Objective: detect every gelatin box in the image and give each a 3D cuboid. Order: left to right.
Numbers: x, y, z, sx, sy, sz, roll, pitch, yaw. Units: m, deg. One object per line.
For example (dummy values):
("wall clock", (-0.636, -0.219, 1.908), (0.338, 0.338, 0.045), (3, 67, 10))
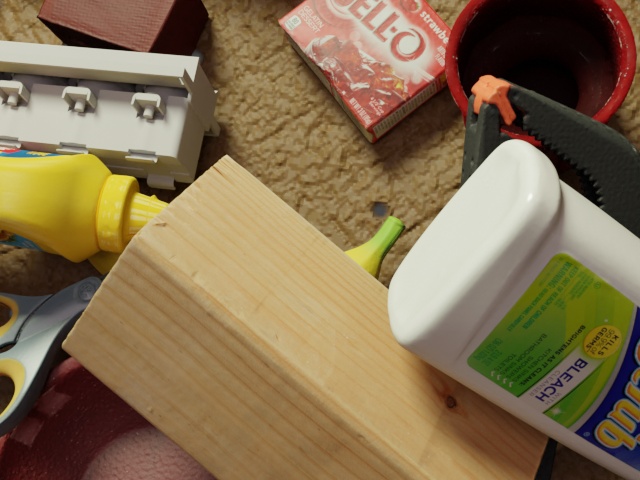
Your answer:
("gelatin box", (0.031, -0.113, 0.613), (0.073, 0.030, 0.089), (-37, 75, 1))

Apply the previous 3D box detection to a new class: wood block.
("wood block", (-0.005, 0.069, 0.507), (0.206, 0.090, 0.090), (40, 127, 1))

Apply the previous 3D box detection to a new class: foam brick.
("foam brick", (-0.115, -0.133, 0.633), (0.078, 0.053, 0.051), (21, 82, 15))

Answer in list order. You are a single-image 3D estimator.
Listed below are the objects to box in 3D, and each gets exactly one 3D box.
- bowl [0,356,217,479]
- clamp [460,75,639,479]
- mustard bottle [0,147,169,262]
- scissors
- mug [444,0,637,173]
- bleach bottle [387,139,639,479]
("bowl", (-0.096, 0.137, 0.563), (0.162, 0.055, 0.162), (-3, 69, 7))
("clamp", (0.137, 0.008, 0.519), (0.164, 0.036, 0.210), (-26, 110, -1))
("mustard bottle", (-0.174, -0.024, 0.565), (0.191, 0.096, 0.058), (9, 85, 3))
("scissors", (-0.127, 0.048, 0.564), (0.202, 0.016, 0.096), (-14, 60, 2))
("mug", (0.113, -0.070, 0.562), (0.093, 0.081, 0.117), (3, 78, 11))
("bleach bottle", (0.157, 0.062, 0.484), (0.250, 0.068, 0.103), (31, 114, -17))
